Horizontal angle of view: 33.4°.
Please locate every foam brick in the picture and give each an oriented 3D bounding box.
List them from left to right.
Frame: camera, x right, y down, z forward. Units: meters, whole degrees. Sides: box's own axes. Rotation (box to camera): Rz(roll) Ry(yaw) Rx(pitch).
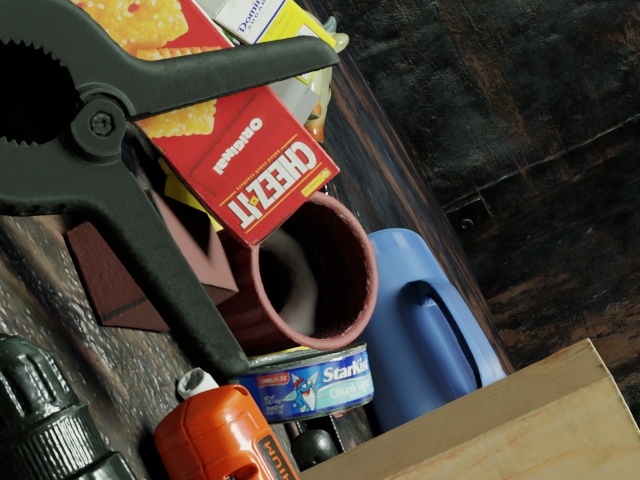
[{"bbox_3d":[-0.085,0.012,0.554,0.051,0.053,0.078,65,10,14],"label":"foam brick"}]

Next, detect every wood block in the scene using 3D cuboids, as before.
[{"bbox_3d":[0.067,0.141,0.546,0.090,0.206,0.090,63,10,-2],"label":"wood block"}]

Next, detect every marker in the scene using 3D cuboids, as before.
[{"bbox_3d":[-0.041,0.117,0.601,0.121,0.020,0.020,57,12,-32],"label":"marker"}]

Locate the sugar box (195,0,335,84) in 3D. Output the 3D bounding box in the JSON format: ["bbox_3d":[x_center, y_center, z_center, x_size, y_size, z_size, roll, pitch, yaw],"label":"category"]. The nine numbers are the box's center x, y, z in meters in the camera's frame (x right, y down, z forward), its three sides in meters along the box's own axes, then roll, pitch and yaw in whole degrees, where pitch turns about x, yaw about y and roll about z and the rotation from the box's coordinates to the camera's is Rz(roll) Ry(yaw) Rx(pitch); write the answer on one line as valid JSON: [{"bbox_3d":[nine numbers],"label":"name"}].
[{"bbox_3d":[-0.058,-0.163,0.706,0.093,0.048,0.176,38,4,16],"label":"sugar box"}]

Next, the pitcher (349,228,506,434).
[{"bbox_3d":[0.097,0.102,1.003,0.144,0.149,0.243,31,29,-51],"label":"pitcher"}]

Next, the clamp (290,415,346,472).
[{"bbox_3d":[0.018,0.173,0.691,0.120,0.039,0.171,-92,162,-73],"label":"clamp"}]

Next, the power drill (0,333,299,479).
[{"bbox_3d":[-0.060,0.112,0.420,0.184,0.057,0.187,63,12,2],"label":"power drill"}]

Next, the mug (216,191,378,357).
[{"bbox_3d":[-0.019,0.021,0.640,0.117,0.082,0.093,-22,92,-42],"label":"mug"}]

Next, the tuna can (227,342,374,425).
[{"bbox_3d":[-0.012,0.084,0.632,0.086,0.086,0.034,-3,82,-79],"label":"tuna can"}]

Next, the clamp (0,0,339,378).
[{"bbox_3d":[-0.095,-0.036,0.450,0.209,0.036,0.164,15,79,-28],"label":"clamp"}]

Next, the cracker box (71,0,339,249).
[{"bbox_3d":[-0.103,-0.109,0.560,0.213,0.072,0.164,48,-1,-30],"label":"cracker box"}]
